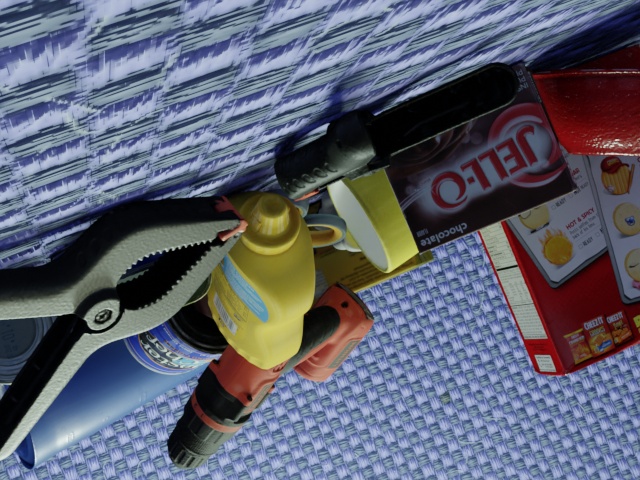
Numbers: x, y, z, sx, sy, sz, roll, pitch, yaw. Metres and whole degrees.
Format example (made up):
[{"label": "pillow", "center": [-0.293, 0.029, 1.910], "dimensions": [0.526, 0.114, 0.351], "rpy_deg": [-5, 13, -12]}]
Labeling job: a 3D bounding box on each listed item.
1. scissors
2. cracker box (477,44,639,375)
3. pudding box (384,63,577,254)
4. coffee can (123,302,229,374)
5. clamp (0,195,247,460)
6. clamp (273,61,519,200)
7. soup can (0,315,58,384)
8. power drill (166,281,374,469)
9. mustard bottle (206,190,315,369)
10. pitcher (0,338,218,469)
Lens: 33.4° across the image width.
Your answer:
[{"label": "scissors", "center": [-0.056, 0.001, 0.854], "dimensions": [0.096, 0.016, 0.202], "rpy_deg": [16, 156, -27]}, {"label": "cracker box", "center": [0.208, -0.022, 0.836], "dimensions": [0.164, 0.214, 0.072], "rpy_deg": [-22, 178, -13]}, {"label": "pudding box", "center": [0.101, -0.053, 0.707], "dimensions": [0.114, 0.090, 0.039], "rpy_deg": [-23, 177, 16]}, {"label": "coffee can", "center": [-0.121, 0.067, 1.007], "dimensions": [0.102, 0.103, 0.141], "rpy_deg": [-21, 176, -28]}, {"label": "clamp", "center": [-0.139, 0.030, 0.606], "dimensions": [0.210, 0.036, 0.164], "rpy_deg": [-35, 146, -11]}, {"label": "clamp", "center": [0.033, -0.059, 0.616], "dimensions": [0.120, 0.039, 0.172], "rpy_deg": [-16, 180, -24]}, {"label": "soup can", "center": [-0.202, 0.062, 0.712], "dimensions": [0.068, 0.068, 0.102], "rpy_deg": [-22, 176, -10]}, {"label": "power drill", "center": [-0.042, 0.117, 0.953], "dimensions": [0.185, 0.057, 0.187], "rpy_deg": [-52, 165, 30]}, {"label": "mustard bottle", "center": [-0.043, 0.018, 0.755], "dimensions": [0.058, 0.096, 0.192], "rpy_deg": [-26, 161, -18]}, {"label": "pitcher", "center": [-0.229, 0.124, 1.127], "dimensions": [0.242, 0.145, 0.149], "rpy_deg": [-25, -169, -30]}]
